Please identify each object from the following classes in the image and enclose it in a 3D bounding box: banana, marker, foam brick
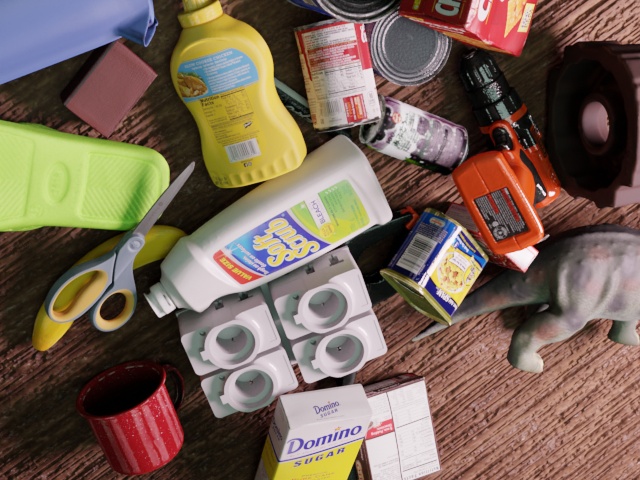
[{"bbox_3d":[-0.206,0.036,1.047,0.197,0.037,0.069,-29,113,-7],"label":"banana"},{"bbox_3d":[-0.017,-0.132,1.061,0.121,0.020,0.020,32,96,-23],"label":"marker"},{"bbox_3d":[-0.196,-0.144,0.984,0.051,0.053,0.078,37,94,-24],"label":"foam brick"}]

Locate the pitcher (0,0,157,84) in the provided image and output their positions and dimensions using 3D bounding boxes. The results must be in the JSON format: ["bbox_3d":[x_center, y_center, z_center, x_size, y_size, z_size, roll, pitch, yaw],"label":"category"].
[{"bbox_3d":[-0.273,-0.208,0.906,0.242,0.149,0.145,-25,127,-5],"label":"pitcher"}]

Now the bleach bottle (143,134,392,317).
[{"bbox_3d":[-0.057,0.001,1.054,0.250,0.068,0.102,-33,129,-7],"label":"bleach bottle"}]

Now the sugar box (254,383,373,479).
[{"bbox_3d":[-0.011,0.224,1.120,0.093,0.048,0.176,-6,140,-20],"label":"sugar box"}]

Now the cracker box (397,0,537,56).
[{"bbox_3d":[0.153,-0.263,0.967,0.072,0.213,0.164,18,99,20],"label":"cracker box"}]

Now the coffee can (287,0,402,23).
[{"bbox_3d":[0.015,-0.255,0.965,0.102,0.140,0.103,-5,108,-16],"label":"coffee can"}]

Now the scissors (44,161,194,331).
[{"bbox_3d":[-0.173,0.016,1.017,0.202,0.016,0.096,-39,135,2],"label":"scissors"}]

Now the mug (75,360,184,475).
[{"bbox_3d":[-0.181,0.174,1.080,0.117,0.093,0.081,-43,126,-41],"label":"mug"}]

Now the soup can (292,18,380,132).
[{"bbox_3d":[0.017,-0.160,1.025,0.068,0.068,0.102,-14,99,-13],"label":"soup can"}]

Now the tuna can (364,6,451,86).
[{"bbox_3d":[0.085,-0.199,1.063,0.086,0.034,0.086,-5,109,-16],"label":"tuna can"}]

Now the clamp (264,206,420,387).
[{"bbox_3d":[0.022,0.044,1.120,0.164,0.036,0.210,31,100,-24],"label":"clamp"}]

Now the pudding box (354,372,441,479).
[{"bbox_3d":[0.079,0.211,1.172,0.089,0.039,0.113,-14,99,-25],"label":"pudding box"}]

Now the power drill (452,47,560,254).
[{"bbox_3d":[0.179,-0.086,1.054,0.057,0.187,0.184,-24,109,28],"label":"power drill"}]

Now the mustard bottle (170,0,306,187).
[{"bbox_3d":[-0.088,-0.148,1.006,0.096,0.058,0.191,-13,113,20],"label":"mustard bottle"}]

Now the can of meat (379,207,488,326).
[{"bbox_3d":[0.120,0.027,1.102,0.084,0.058,0.102,-56,138,-9],"label":"can of meat"}]

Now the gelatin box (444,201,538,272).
[{"bbox_3d":[0.175,-0.004,1.124,0.073,0.089,0.030,38,83,-24],"label":"gelatin box"}]
